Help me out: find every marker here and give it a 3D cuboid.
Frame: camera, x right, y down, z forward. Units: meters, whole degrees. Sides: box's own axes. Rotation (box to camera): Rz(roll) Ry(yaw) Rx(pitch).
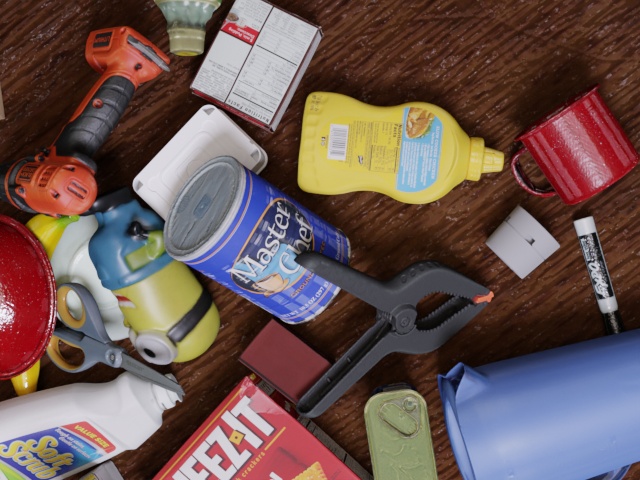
[{"bbox_3d":[0.268,0.037,1.021,0.020,0.020,0.121,-16,88,3],"label":"marker"}]

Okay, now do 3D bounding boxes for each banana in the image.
[{"bbox_3d":[-0.280,0.053,1.033,0.037,0.070,0.198,5,107,-37],"label":"banana"}]

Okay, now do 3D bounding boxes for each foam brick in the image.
[{"bbox_3d":[-0.031,0.115,1.022,0.078,0.053,0.051,37,91,2],"label":"foam brick"}]

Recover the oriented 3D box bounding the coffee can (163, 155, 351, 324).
[{"bbox_3d":[-0.056,0.001,0.968,0.140,0.103,0.103,33,91,-34],"label":"coffee can"}]

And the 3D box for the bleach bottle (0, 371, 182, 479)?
[{"bbox_3d":[-0.256,0.180,1.019,0.251,0.068,0.102,-22,122,2],"label":"bleach bottle"}]

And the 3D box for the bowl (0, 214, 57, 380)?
[{"bbox_3d":[-0.327,0.055,1.008,0.162,0.055,0.162,1,93,28],"label":"bowl"}]

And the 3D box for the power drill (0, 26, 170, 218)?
[{"bbox_3d":[-0.230,-0.108,1.004,0.057,0.185,0.187,35,75,-35],"label":"power drill"}]

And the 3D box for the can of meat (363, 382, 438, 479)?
[{"bbox_3d":[0.075,0.186,0.998,0.057,0.084,0.102,-9,89,3],"label":"can of meat"}]

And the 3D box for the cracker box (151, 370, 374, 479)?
[{"bbox_3d":[-0.042,0.254,1.011,0.214,0.072,0.164,42,91,4],"label":"cracker box"}]

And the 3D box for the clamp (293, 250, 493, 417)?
[{"bbox_3d":[0.064,0.060,0.976,0.209,0.036,0.164,-19,121,-21],"label":"clamp"}]

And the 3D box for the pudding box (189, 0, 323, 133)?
[{"bbox_3d":[-0.061,-0.174,1.034,0.090,0.039,0.113,27,90,3],"label":"pudding box"}]

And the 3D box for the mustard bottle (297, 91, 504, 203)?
[{"bbox_3d":[0.077,-0.085,1.015,0.191,0.058,0.096,6,88,4],"label":"mustard bottle"}]

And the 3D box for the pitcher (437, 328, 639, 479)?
[{"bbox_3d":[0.238,0.163,0.976,0.243,0.149,0.145,-16,71,0],"label":"pitcher"}]

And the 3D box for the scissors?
[{"bbox_3d":[-0.194,0.088,0.989,0.202,0.016,0.096,-1,94,42],"label":"scissors"}]

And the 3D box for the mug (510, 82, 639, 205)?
[{"bbox_3d":[0.232,-0.081,0.997,0.117,0.093,0.081,-33,93,33],"label":"mug"}]
